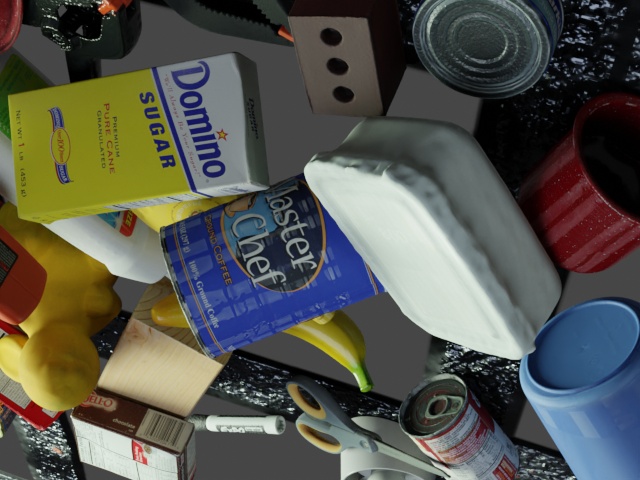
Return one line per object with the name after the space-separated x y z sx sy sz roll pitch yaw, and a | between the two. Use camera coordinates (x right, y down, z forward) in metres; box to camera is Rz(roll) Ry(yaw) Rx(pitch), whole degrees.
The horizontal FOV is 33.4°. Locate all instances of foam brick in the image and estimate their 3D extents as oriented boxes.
0.019 -0.124 0.667 0.053 0.051 0.078 7 138 22 | foam brick

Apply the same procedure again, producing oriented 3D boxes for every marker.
-0.091 0.192 1.122 0.121 0.020 0.020 -5 133 33 | marker

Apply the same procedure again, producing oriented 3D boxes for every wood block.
-0.141 0.104 0.992 0.091 0.090 0.206 29 142 -5 | wood block

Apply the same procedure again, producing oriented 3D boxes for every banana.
-0.041 0.067 0.899 0.197 0.069 0.037 18 131 -9 | banana

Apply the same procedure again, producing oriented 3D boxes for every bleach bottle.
-0.190 -0.051 0.846 0.068 0.102 0.250 -24 127 41 | bleach bottle

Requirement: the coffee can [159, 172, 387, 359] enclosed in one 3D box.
-0.031 0.012 0.761 0.140 0.103 0.103 -21 131 0 | coffee can

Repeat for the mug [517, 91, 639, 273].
0.186 -0.032 0.664 0.117 0.093 0.082 -3 155 -24 | mug

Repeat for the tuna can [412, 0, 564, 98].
0.099 -0.126 0.634 0.086 0.033 0.086 16 141 13 | tuna can

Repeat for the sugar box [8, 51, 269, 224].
-0.128 -0.070 0.745 0.176 0.093 0.048 -9 174 17 | sugar box

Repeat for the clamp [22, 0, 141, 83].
-0.167 -0.144 0.735 0.172 0.039 0.120 5 154 48 | clamp

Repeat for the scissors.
0.032 0.168 0.979 0.202 0.016 0.096 -6 117 55 | scissors

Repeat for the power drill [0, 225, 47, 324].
-0.303 0.037 0.826 0.188 0.057 0.184 -11 136 33 | power drill

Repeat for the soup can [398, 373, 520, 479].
0.124 0.175 0.942 0.069 0.068 0.102 -13 128 39 | soup can

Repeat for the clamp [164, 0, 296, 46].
-0.094 -0.189 0.661 0.210 0.036 0.165 27 151 -2 | clamp

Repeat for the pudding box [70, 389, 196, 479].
-0.175 0.191 1.006 0.113 0.039 0.090 19 142 10 | pudding box
